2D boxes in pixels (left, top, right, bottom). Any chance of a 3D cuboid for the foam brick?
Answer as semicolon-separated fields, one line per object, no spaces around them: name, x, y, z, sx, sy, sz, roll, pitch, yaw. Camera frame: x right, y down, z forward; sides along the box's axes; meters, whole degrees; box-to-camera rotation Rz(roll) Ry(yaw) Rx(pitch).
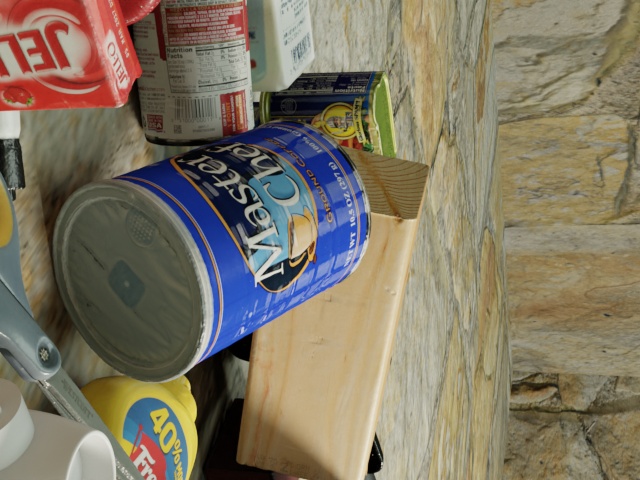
foam brick;-0.045;0.160;0.783;0.078;0.053;0.051;-68;154;-54

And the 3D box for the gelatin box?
gelatin box;-0.122;-0.086;0.411;0.030;0.089;0.073;-73;158;-46

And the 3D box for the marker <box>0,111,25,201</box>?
marker;-0.143;-0.077;0.470;0.020;0.020;0.121;-29;119;-73

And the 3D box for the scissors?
scissors;-0.125;0.030;0.463;0.201;0.016;0.096;52;30;-45

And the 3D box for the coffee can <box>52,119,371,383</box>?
coffee can;-0.054;0.001;0.563;0.140;0.103;0.103;-27;119;-49

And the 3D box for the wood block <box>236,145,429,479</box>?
wood block;0.007;0.050;0.707;0.090;0.090;0.206;-67;168;-62

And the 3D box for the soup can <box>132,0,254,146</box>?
soup can;-0.075;-0.111;0.628;0.068;0.068;0.102;-48;138;-68

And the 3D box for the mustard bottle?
mustard bottle;-0.107;0.124;0.539;0.191;0.058;0.096;-62;144;-61

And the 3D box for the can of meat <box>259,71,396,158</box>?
can of meat;0.009;-0.074;0.777;0.057;0.084;0.102;-72;157;-49
